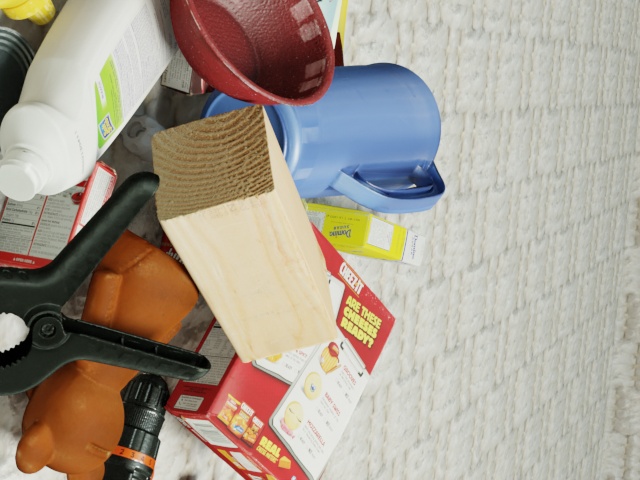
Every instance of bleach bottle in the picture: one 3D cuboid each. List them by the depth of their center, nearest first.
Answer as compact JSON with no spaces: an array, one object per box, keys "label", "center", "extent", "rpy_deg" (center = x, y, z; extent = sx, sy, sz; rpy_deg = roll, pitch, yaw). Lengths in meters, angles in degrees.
[{"label":"bleach bottle","center":[-0.168,-0.121,0.767],"extent":[0.250,0.068,0.102],"rpy_deg":[-71,159,-48]}]

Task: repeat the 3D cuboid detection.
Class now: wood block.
[{"label":"wood block","center":[-0.056,0.001,0.854],"extent":[0.206,0.090,0.091],"rpy_deg":[68,8,-52]}]

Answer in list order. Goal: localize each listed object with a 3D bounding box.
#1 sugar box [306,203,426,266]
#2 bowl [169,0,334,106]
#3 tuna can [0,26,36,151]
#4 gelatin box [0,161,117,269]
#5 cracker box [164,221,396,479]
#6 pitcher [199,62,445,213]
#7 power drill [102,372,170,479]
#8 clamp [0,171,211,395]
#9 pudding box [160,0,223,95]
[{"label":"sugar box","center":[0.048,-0.004,1.243],"extent":[0.176,0.093,0.048],"rpy_deg":[23,78,-61]},{"label":"bowl","center":[-0.063,-0.165,0.830],"extent":[0.161,0.055,0.162],"rpy_deg":[28,47,-36]},{"label":"tuna can","center":[-0.234,-0.106,0.741],"extent":[0.086,0.034,0.086],"rpy_deg":[-27,121,-57]},{"label":"gelatin box","center":[-0.198,-0.018,0.792],"extent":[0.030,0.073,0.089],"rpy_deg":[39,62,-60]},{"label":"cracker box","center":[-0.033,0.114,1.007],"extent":[0.164,0.072,0.213],"rpy_deg":[49,56,-36]},{"label":"pitcher","center":[0.008,-0.092,0.982],"extent":[0.242,0.149,0.145],"rpy_deg":[-13,102,-56]},{"label":"power drill","center":[-0.150,0.233,0.980],"extent":[0.187,0.057,0.184],"rpy_deg":[51,52,-53]},{"label":"clamp","center":[-0.182,0.061,0.742],"extent":[0.210,0.036,0.164],"rpy_deg":[-24,116,-8]},{"label":"pudding box","center":[-0.091,-0.185,0.916],"extent":[0.089,0.039,0.113],"rpy_deg":[-26,129,-59]}]
